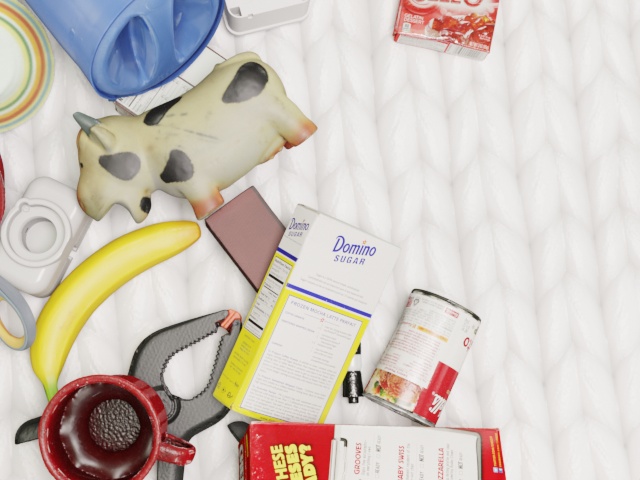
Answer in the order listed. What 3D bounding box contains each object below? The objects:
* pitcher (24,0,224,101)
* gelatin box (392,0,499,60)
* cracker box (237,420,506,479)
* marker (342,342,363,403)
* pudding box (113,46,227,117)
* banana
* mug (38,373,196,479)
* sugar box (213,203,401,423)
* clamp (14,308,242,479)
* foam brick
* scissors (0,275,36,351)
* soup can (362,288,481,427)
[{"bbox_3d":[-0.197,-0.247,0.878,0.149,0.145,0.243,-42,73,-2],"label":"pitcher"},{"bbox_3d":[0.115,-0.210,0.971,0.089,0.030,0.073,12,82,-3],"label":"gelatin box"},{"bbox_3d":[0.044,0.234,0.851,0.213,0.072,0.164,3,62,-13],"label":"cracker box"},{"bbox_3d":[0.026,0.081,0.932,0.020,0.020,0.121,-2,83,-5],"label":"marker"},{"bbox_3d":[-0.111,-0.123,0.938,0.113,0.039,0.090,34,83,2],"label":"pudding box"},{"bbox_3d":[-0.186,0.047,0.910,0.069,0.037,0.197,37,79,2],"label":"banana"},{"bbox_3d":[-0.154,0.152,0.841,0.117,0.081,0.093,14,88,1],"label":"mug"},{"bbox_3d":[-0.011,0.067,0.886,0.093,0.048,0.176,23,90,-33],"label":"sugar box"},{"bbox_3d":[-0.129,0.150,0.902,0.210,0.036,0.164,-45,89,-5],"label":"clamp"},{"bbox_3d":[-0.056,0.001,0.919,0.051,0.053,0.078,-37,86,-8],"label":"foam brick"},{"bbox_3d":[-0.272,0.010,0.857,0.096,0.016,0.202,17,120,20],"label":"scissors"},{"bbox_3d":[0.087,0.100,0.910,0.068,0.068,0.102,26,81,-1],"label":"soup can"}]
